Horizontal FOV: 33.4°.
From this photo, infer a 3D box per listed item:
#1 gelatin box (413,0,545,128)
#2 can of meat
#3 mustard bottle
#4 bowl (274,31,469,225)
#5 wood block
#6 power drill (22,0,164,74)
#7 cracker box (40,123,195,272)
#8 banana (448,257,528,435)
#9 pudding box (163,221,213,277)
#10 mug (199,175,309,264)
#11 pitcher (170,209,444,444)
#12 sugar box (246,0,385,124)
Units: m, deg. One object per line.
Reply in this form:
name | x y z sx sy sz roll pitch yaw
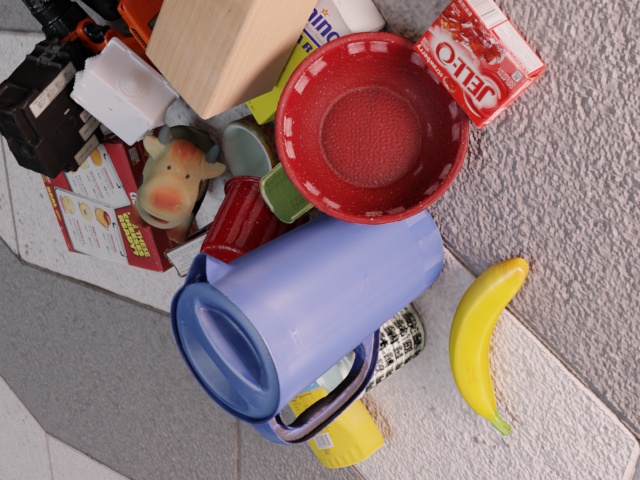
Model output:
gelatin box | 0.124 -0.144 0.842 0.089 0.030 0.073 54 143 7
can of meat | 0.002 -0.065 0.993 0.057 0.083 0.102 57 143 2
mustard bottle | -0.009 0.156 1.181 0.096 0.058 0.191 -24 96 56
bowl | 0.043 -0.092 0.906 0.162 0.162 0.055 56 180 3
wood block | -0.063 -0.210 0.890 0.090 0.090 0.206 49 140 14
power drill | -0.221 -0.223 1.128 0.188 0.057 0.184 -1 137 50
cracker box | -0.253 -0.059 1.304 0.214 0.072 0.164 8 121 45
banana | 0.151 0.089 0.974 0.070 0.037 0.198 14 128 22
pudding box | -0.105 -0.005 1.153 0.114 0.089 0.039 -26 97 54
mug | -0.057 0.001 1.051 0.117 0.081 0.093 27 153 -6
pitcher | 0.001 0.056 0.946 0.145 0.242 0.149 39 139 24
sugar box | -0.025 -0.186 0.972 0.093 0.048 0.177 58 144 2
